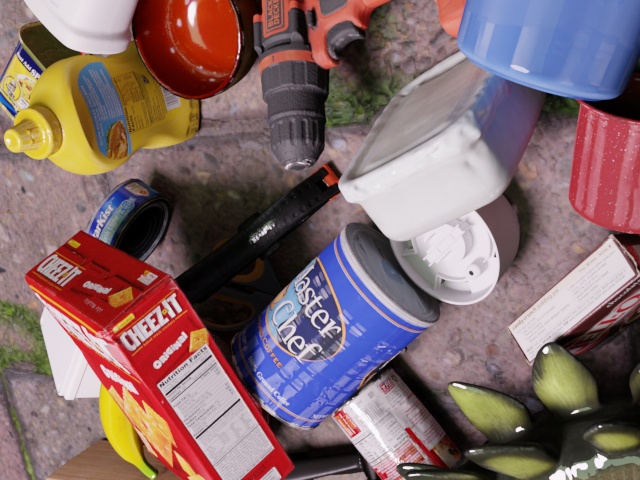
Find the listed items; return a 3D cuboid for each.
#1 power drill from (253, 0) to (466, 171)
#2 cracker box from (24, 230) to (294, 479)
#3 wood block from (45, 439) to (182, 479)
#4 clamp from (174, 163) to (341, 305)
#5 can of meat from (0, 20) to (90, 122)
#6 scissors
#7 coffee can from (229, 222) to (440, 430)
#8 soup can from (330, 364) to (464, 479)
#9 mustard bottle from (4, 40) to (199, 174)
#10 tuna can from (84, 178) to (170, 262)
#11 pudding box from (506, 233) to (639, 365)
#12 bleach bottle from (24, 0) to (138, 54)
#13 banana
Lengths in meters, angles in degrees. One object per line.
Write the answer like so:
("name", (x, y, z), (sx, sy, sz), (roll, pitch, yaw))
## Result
("power drill", (0.034, -0.154, 0.759), (0.188, 0.057, 0.184), (-13, 73, 33))
("cracker box", (-0.132, 0.108, 0.864), (0.164, 0.072, 0.213), (19, 145, 52))
("wood block", (-0.168, 0.270, 1.091), (0.206, 0.090, 0.091), (-2, 108, 34))
("clamp", (-0.056, 0.001, 0.893), (0.039, 0.171, 0.120), (55, 170, -4))
("can of meat", (-0.249, -0.138, 0.994), (0.102, 0.057, 0.084), (49, 130, 8))
("scissors", (-0.022, 0.046, 0.938), (0.202, 0.016, 0.096), (3, 77, 10))
("coffee can", (0.011, 0.069, 0.856), (0.140, 0.102, 0.103), (-44, 82, 21))
("soup can", (0.064, 0.165, 0.905), (0.102, 0.068, 0.069), (51, 128, 6))
("mustard bottle", (-0.181, -0.106, 0.876), (0.058, 0.191, 0.096), (-6, 106, 35))
("tuna can", (-0.176, -0.012, 0.980), (0.034, 0.086, 0.086), (32, 124, 17))
("pudding box", (0.198, 0.039, 0.746), (0.114, 0.089, 0.039), (-51, 59, 36))
("bleach bottle", (-0.149, -0.273, 0.803), (0.103, 0.067, 0.251), (46, 123, 27))
("banana", (-0.173, 0.138, 1.004), (0.069, 0.037, 0.198), (13, 121, 1))
